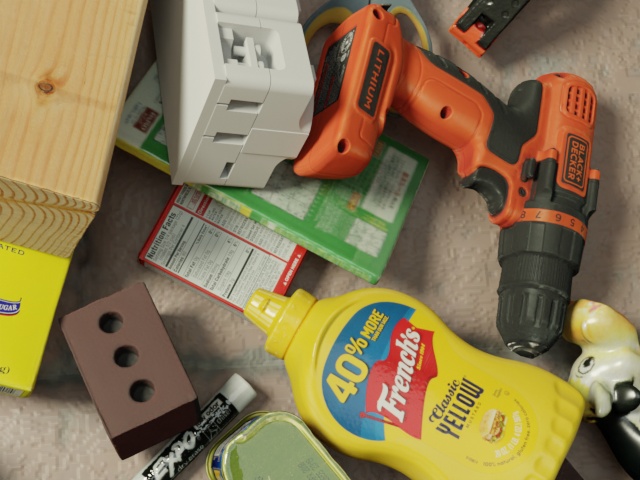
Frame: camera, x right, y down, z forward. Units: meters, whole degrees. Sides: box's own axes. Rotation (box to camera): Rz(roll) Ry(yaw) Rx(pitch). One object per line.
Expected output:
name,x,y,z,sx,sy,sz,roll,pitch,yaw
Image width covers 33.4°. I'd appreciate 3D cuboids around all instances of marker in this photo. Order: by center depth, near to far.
marker,-0.085,0.126,0.615,0.020,0.020,0.121,45,76,2

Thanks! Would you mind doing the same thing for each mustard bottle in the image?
mustard bottle,0.043,0.081,0.595,0.191,0.058,0.096,29,71,7

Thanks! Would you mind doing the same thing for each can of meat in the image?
can of meat,-0.014,0.142,0.589,0.057,0.084,0.102,-40,87,-14

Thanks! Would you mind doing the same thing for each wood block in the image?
wood block,-0.147,-0.109,0.567,0.090,0.090,0.206,16,67,-18

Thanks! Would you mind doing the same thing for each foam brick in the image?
foam brick,-0.105,0.073,0.596,0.053,0.051,0.078,-25,68,-13

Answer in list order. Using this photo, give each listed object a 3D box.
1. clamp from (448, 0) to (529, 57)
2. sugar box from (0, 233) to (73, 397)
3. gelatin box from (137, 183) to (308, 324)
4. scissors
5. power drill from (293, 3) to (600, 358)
clamp,0.147,-0.192,0.665,0.039,0.120,0.171,36,80,1
sugar box,-0.182,-0.008,0.594,0.093,0.048,0.176,17,70,-17
gelatin box,-0.054,0.001,0.639,0.089,0.030,0.073,27,77,-3
scissors,0.025,-0.176,0.665,0.096,0.016,0.202,-6,97,0
power drill,0.080,-0.041,0.627,0.187,0.057,0.184,23,65,-24
